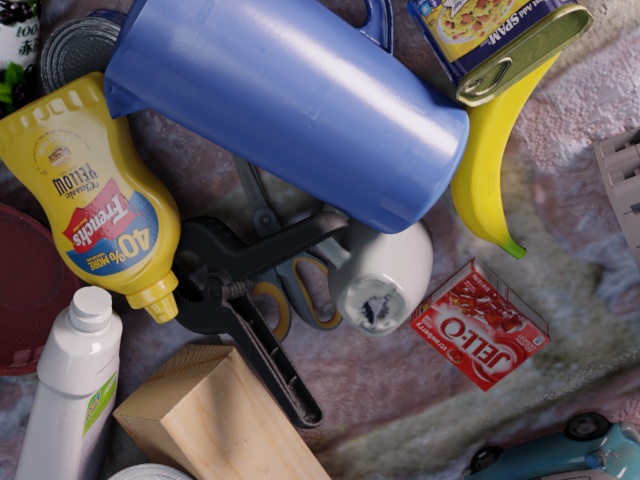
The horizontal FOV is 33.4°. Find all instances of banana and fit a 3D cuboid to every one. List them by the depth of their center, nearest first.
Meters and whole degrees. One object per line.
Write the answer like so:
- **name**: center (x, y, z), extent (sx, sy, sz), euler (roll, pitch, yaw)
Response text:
- **banana**: center (0.135, -0.080, 0.790), extent (0.069, 0.037, 0.198), euler (1, 117, -13)

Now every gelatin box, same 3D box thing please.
- **gelatin box**: center (0.129, 0.069, 0.859), extent (0.089, 0.030, 0.073), euler (43, 114, -10)

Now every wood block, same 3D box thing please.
- **wood block**: center (-0.065, 0.194, 0.893), extent (0.091, 0.090, 0.206), euler (-6, 123, 55)

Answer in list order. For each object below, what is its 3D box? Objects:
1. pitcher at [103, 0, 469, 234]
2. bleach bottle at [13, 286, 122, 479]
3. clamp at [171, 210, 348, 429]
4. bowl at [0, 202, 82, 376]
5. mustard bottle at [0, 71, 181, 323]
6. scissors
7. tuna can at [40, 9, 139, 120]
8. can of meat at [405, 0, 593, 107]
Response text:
- **pitcher**: center (-0.015, -0.115, 0.743), extent (0.242, 0.145, 0.149), euler (30, 142, -14)
- **bleach bottle**: center (-0.199, 0.129, 0.868), extent (0.068, 0.102, 0.251), euler (22, 129, 1)
- **clamp**: center (-0.066, 0.046, 0.817), extent (0.210, 0.036, 0.164), euler (11, 105, 39)
- **bowl**: center (-0.266, 0.031, 0.890), extent (0.162, 0.055, 0.162), euler (3, 114, 7)
- **mustard bottle**: center (-0.160, -0.022, 0.802), extent (0.096, 0.058, 0.191), euler (-24, 105, 12)
- **scissors**: center (-0.056, 0.001, 0.847), extent (0.096, 0.016, 0.201), euler (-39, 106, -9)
- **tuna can**: center (-0.166, -0.131, 0.813), extent (0.086, 0.033, 0.086), euler (3, 115, 7)
- **can of meat**: center (0.118, -0.155, 0.727), extent (0.102, 0.057, 0.084), euler (-35, 72, 21)
